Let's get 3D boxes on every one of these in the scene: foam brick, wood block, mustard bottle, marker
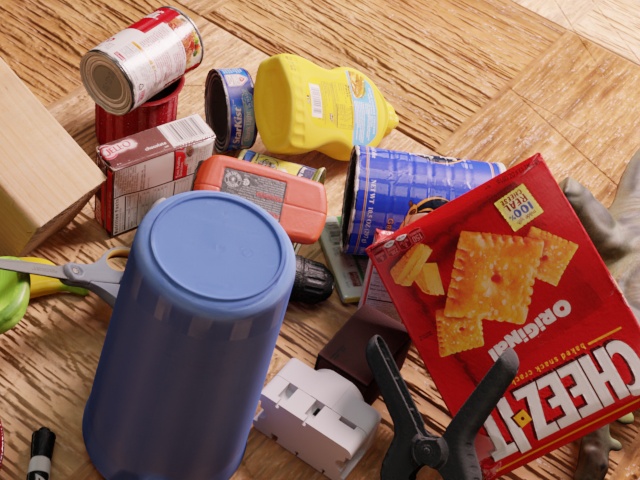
[{"bbox_3d":[0.035,0.103,0.913,0.053,0.051,0.078,31,48,19],"label":"foam brick"},{"bbox_3d":[-0.301,-0.091,0.944,0.206,0.091,0.090,49,49,-3],"label":"wood block"},{"bbox_3d":[0.016,-0.132,1.100,0.191,0.058,0.096,1,80,-48],"label":"mustard bottle"},{"bbox_3d":[-0.213,0.192,0.797,0.020,0.020,0.121,3,46,-9],"label":"marker"}]

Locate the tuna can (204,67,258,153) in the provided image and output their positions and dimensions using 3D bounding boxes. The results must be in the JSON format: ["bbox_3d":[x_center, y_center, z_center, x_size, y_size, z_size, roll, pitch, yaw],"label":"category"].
[{"bbox_3d":[-0.091,-0.134,1.091,0.033,0.086,0.086,-7,49,-21],"label":"tuna can"}]

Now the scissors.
[{"bbox_3d":[-0.191,0.043,0.885,0.096,0.016,0.201,53,26,16],"label":"scissors"}]

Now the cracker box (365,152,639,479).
[{"bbox_3d":[0.156,0.062,0.861,0.164,0.072,0.214,-29,78,7],"label":"cracker box"}]

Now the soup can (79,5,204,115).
[{"bbox_3d":[-0.168,-0.169,1.005,0.068,0.068,0.102,32,49,18],"label":"soup can"}]

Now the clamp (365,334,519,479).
[{"bbox_3d":[0.095,0.154,0.813,0.120,0.171,0.039,-7,-6,28],"label":"clamp"}]

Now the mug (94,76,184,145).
[{"bbox_3d":[-0.185,-0.143,1.083,0.093,0.082,0.117,8,46,-5],"label":"mug"}]

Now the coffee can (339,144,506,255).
[{"bbox_3d":[0.094,-0.030,0.996,0.140,0.103,0.103,7,46,-4],"label":"coffee can"}]

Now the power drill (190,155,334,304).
[{"bbox_3d":[-0.056,0.001,0.897,0.184,0.188,0.057,13,67,-13],"label":"power drill"}]

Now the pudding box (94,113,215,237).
[{"bbox_3d":[-0.157,-0.061,1.005,0.113,0.090,0.039,-22,56,-30],"label":"pudding box"}]

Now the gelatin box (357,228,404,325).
[{"bbox_3d":[0.077,0.038,0.957,0.073,0.089,0.030,8,27,-4],"label":"gelatin box"}]

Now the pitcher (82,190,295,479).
[{"bbox_3d":[-0.095,0.071,0.782,0.144,0.243,0.149,-24,62,-34],"label":"pitcher"}]
